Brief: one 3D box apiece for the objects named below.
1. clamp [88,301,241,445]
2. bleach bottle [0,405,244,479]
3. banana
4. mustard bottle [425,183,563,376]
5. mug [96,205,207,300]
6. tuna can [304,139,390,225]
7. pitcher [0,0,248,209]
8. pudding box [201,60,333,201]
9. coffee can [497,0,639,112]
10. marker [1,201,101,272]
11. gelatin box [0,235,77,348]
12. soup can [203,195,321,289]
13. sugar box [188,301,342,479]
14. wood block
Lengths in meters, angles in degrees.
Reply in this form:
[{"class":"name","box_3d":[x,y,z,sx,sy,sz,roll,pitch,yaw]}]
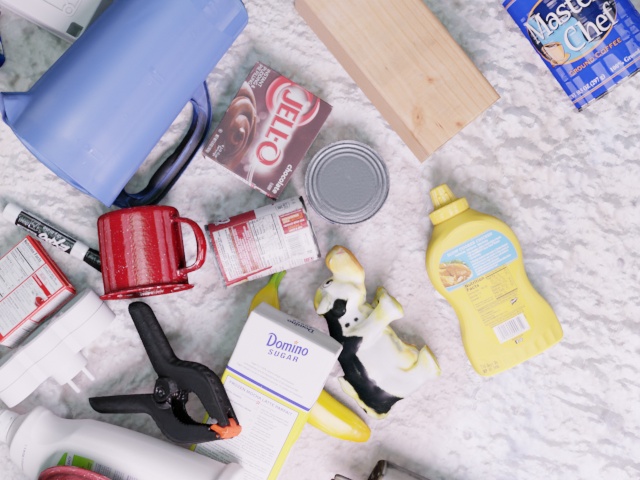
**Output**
[{"class":"clamp","box_3d":[-0.153,0.152,1.035,0.172,0.039,0.120,38,109,29]},{"class":"bleach bottle","box_3d":[-0.204,0.218,1.032,0.251,0.068,0.103,22,114,11]},{"class":"banana","box_3d":[-0.022,0.127,1.070,0.069,0.037,0.198,-28,89,0]},{"class":"mustard bottle","box_3d":[0.159,0.032,1.066,0.096,0.058,0.191,-26,89,0]},{"class":"mug","box_3d":[-0.164,0.010,1.040,0.117,0.093,0.081,-11,83,26]},{"class":"tuna can","box_3d":[0.027,-0.057,1.078,0.086,0.034,0.086,0,88,-1]},{"class":"pitcher","box_3d":[-0.176,-0.154,1.039,0.145,0.149,0.243,38,85,15]},{"class":"pudding box","box_3d":[-0.053,-0.110,1.075,0.090,0.039,0.113,31,88,-1]},{"class":"coffee can","box_3d":[0.257,-0.213,1.052,0.103,0.103,0.140,-35,90,-2]},{"class":"marker","box_3d":[-0.264,-0.002,1.078,0.121,0.020,0.020,29,88,-1]},{"class":"gelatin box","box_3d":[-0.298,0.051,1.061,0.089,0.030,0.073,-41,69,-3]},{"class":"soup can","box_3d":[-0.057,0.001,1.058,0.102,0.068,0.068,-18,89,-2]},{"class":"sugar box","box_3d":[-0.056,0.158,1.037,0.093,0.048,0.176,28,104,7]},{"class":"wood block","box_3d":[0.073,-0.187,1.054,0.090,0.091,0.206,-39,89,-2]}]
